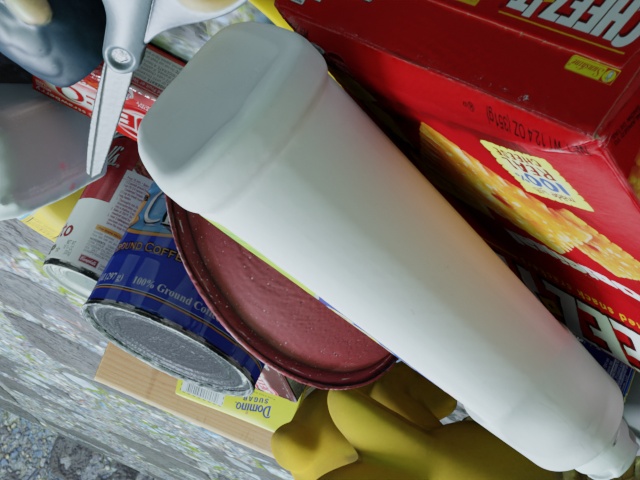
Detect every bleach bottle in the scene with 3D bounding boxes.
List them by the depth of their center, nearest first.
[{"bbox_3d":[0.046,0.023,0.414,0.250,0.068,0.103,41,180,-25],"label":"bleach bottle"}]

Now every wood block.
[{"bbox_3d":[-0.084,0.123,0.968,0.206,0.091,0.090,22,179,8],"label":"wood block"}]

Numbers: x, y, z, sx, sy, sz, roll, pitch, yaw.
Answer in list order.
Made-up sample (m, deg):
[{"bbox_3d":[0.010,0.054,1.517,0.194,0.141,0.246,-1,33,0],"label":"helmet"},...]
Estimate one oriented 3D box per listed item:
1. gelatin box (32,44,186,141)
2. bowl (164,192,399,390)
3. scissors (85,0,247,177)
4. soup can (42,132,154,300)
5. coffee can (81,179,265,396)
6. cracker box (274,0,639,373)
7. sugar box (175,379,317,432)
[{"bbox_3d":[-0.118,-0.090,0.604,0.089,0.030,0.073,27,160,-5],"label":"gelatin box"},{"bbox_3d":[0.007,-0.014,0.504,0.162,0.162,0.055,36,134,-26],"label":"bowl"},{"bbox_3d":[-0.072,-0.090,0.493,0.096,0.016,0.202,13,140,6],"label":"scissors"},{"bbox_3d":[-0.130,-0.011,0.708,0.068,0.102,0.068,22,160,8],"label":"soup can"},{"bbox_3d":[-0.054,0.001,0.591,0.103,0.140,0.103,22,158,9],"label":"coffee can"},{"bbox_3d":[0.098,-0.023,0.392,0.164,0.072,0.213,35,172,48],"label":"cracker box"},{"bbox_3d":[-0.032,0.097,0.823,0.093,0.048,0.176,19,-172,15],"label":"sugar box"}]
